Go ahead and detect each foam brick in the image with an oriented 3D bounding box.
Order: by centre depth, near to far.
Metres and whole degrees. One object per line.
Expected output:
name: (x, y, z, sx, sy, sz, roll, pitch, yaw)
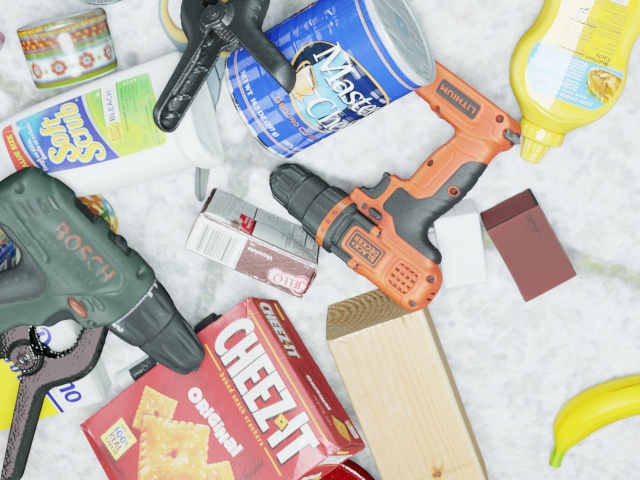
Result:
foam brick: (0.184, 0.004, 0.948, 0.053, 0.051, 0.078, -28, 105, 10)

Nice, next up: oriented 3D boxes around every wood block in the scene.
wood block: (0.082, 0.151, 0.982, 0.091, 0.090, 0.206, -19, 106, 7)

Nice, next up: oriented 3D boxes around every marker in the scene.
marker: (-0.141, 0.105, 1.014, 0.121, 0.020, 0.020, -33, 104, 13)

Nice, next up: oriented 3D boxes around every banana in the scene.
banana: (0.302, 0.155, 1.003, 0.198, 0.037, 0.069, -18, 124, 10)

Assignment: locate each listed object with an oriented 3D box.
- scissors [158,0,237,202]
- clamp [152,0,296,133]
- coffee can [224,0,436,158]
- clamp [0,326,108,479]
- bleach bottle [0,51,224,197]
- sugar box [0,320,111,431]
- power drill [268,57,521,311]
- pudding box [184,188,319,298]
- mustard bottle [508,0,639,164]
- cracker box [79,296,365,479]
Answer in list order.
scissors: (-0.114, -0.140, 0.933, 0.096, 0.016, 0.202, 22, 108, -3)
clamp: (-0.085, -0.161, 0.847, 0.120, 0.171, 0.039, -19, 143, 11)
coffee can: (0.008, -0.142, 0.866, 0.140, 0.102, 0.103, -26, 106, 25)
clamp: (-0.261, 0.114, 0.964, 0.210, 0.036, 0.164, -33, 97, 4)
bleach bottle: (-0.213, -0.075, 0.919, 0.251, 0.068, 0.102, -18, 77, 16)
sugar box: (-0.299, 0.130, 1.016, 0.176, 0.048, 0.093, -17, 106, 9)
power drill: (0.065, -0.060, 0.912, 0.184, 0.057, 0.188, 39, 102, 18)
pudding box: (-0.056, 0.001, 0.939, 0.113, 0.090, 0.039, 26, 106, -5)
mustard bottle: (0.212, -0.154, 0.890, 0.096, 0.058, 0.192, 19, 108, -6)
cracker box: (-0.093, 0.178, 0.973, 0.214, 0.072, 0.164, -38, 71, 15)
